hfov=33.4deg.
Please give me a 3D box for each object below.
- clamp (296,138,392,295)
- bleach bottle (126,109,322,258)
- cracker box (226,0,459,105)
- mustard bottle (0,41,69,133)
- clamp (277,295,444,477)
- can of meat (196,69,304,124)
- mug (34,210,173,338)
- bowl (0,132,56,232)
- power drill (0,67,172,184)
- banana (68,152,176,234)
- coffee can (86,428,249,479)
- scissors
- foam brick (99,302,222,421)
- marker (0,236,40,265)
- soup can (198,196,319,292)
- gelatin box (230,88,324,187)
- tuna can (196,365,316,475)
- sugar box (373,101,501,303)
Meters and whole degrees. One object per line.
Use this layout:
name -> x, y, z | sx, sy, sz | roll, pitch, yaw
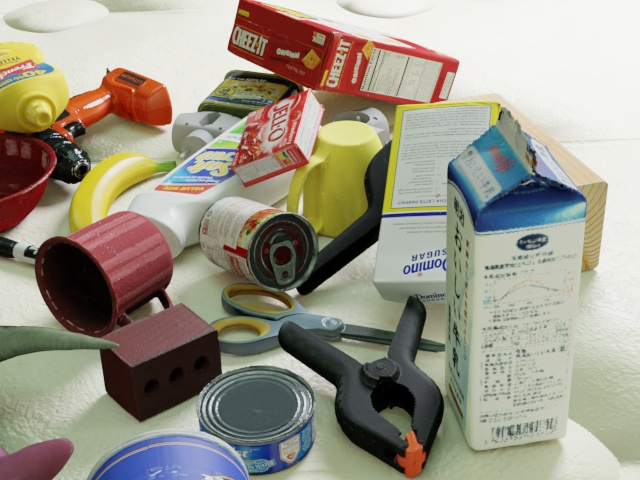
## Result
clamp -> 0.087, -0.023, 0.947 | 0.165, 0.036, 0.210 | 15, 62, 19
bleach bottle -> -0.101, -0.046, 1.038 | 0.103, 0.068, 0.250 | 18, 39, 29
cracker box -> 0.027, -0.209, 1.219 | 0.213, 0.072, 0.164 | 1, 21, -45
mustard bottle -> -0.321, -0.159, 1.139 | 0.096, 0.058, 0.192 | -22, 33, -20
clamp -> 0.052, 0.102, 0.799 | 0.120, 0.039, 0.172 | -21, 42, -14
can of meat -> -0.079, -0.148, 1.209 | 0.102, 0.057, 0.083 | 9, 35, 18
mug -> -0.170, 0.033, 0.898 | 0.117, 0.093, 0.081 | 44, 41, 11
bowl -> -0.341, -0.048, 1.062 | 0.162, 0.055, 0.162 | -2, 31, 1
power drill -> -0.260, -0.129, 1.188 | 0.187, 0.057, 0.185 | -29, 40, -36
banana -> -0.211, -0.045, 1.066 | 0.070, 0.037, 0.197 | 6, 32, 15
coffee can -> -0.082, 0.191, 0.605 | 0.102, 0.103, 0.140 | -7, 32, -8
scissors -> -0.008, 0.080, 0.867 | 0.202, 0.016, 0.096 | 18, 38, 30
foam brick -> -0.122, 0.092, 0.818 | 0.078, 0.053, 0.051 | -24, 37, -30
marker -> -0.254, 0.016, 0.985 | 0.121, 0.020, 0.020 | 13, 34, 23
soup can -> -0.056, 0.001, 0.929 | 0.068, 0.068, 0.102 | -20, 20, -27
gelatin box -> -0.040, -0.098, 1.006 | 0.073, 0.030, 0.089 | -18, 37, 28
tuna can -> -0.046, 0.129, 0.770 | 0.086, 0.034, 0.086 | -2, 31, 1
sugar box -> 0.102, -0.033, 0.898 | 0.093, 0.048, 0.176 | -1, 64, 20
